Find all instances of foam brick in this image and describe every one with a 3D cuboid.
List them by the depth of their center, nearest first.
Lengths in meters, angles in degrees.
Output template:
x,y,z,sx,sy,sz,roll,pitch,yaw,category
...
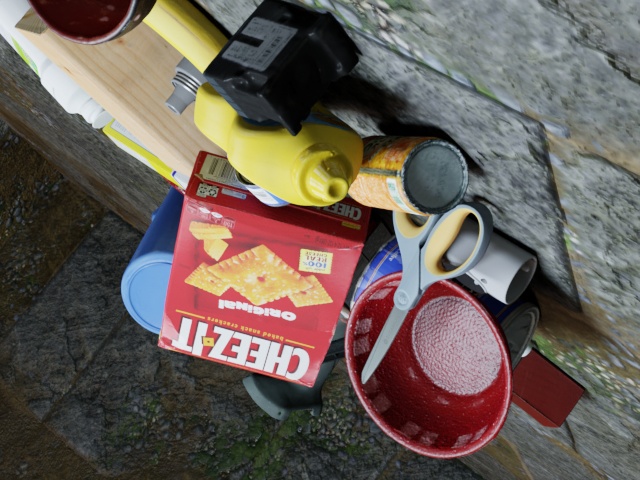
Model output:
x,y,z,sx,sy,sz,roll,pitch,yaw,category
0.228,0.154,1.126,0.078,0.051,0.053,38,170,-2,foam brick

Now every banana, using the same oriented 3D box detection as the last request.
x,y,z,sx,sy,sz,roll,pitch,yaw,category
-0.113,-0.172,0.875,0.197,0.037,0.070,39,172,-9,banana

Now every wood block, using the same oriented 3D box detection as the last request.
x,y,z,sx,sy,sz,roll,pitch,yaw,category
-0.168,-0.157,0.994,0.206,0.090,0.091,43,170,-33,wood block

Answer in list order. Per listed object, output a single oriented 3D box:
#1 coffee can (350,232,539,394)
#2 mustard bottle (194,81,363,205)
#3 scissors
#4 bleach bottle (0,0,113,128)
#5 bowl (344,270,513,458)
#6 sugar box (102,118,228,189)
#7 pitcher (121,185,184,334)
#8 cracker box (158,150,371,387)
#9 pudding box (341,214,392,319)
x,y,z,sx,sy,sz,roll,pitch,yaw,category
0.113,0.067,0.977,0.140,0.102,0.102,34,170,26,coffee can
-0.023,-0.070,0.768,0.096,0.058,0.192,2,-158,-23,mustard bottle
0.063,0.025,0.853,0.016,0.202,0.096,-13,-117,-44,scissors
-0.289,-0.211,1.080,0.251,0.068,0.102,50,173,12,bleach bottle
0.100,0.096,0.891,0.162,0.162,0.055,33,-148,27,bowl
-0.135,-0.104,1.115,0.176,0.093,0.048,34,171,28,sugar box
-0.140,0.009,1.269,0.145,0.149,0.242,38,-153,-10,pitcher
-0.057,0.034,1.000,0.164,0.072,0.214,16,134,-2,cracker box
0.043,0.031,1.107,0.039,0.090,0.113,30,169,36,pudding box
